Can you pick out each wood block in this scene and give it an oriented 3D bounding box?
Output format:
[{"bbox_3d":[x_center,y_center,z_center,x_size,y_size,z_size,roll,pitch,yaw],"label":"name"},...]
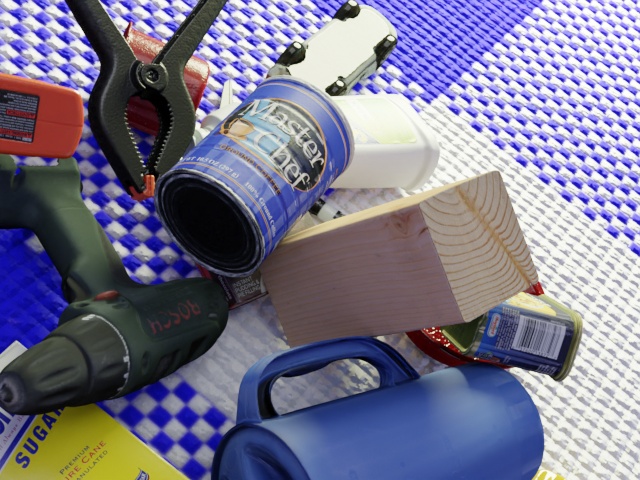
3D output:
[{"bbox_3d":[0.052,0.020,0.826,0.090,0.207,0.091,-23,94,-38],"label":"wood block"}]

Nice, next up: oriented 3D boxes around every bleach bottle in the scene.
[{"bbox_3d":[-0.012,-0.087,0.997,0.250,0.068,0.103,-7,52,-36],"label":"bleach bottle"}]

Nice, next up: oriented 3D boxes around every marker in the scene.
[{"bbox_3d":[0.027,-0.011,0.997,0.121,0.020,0.020,35,45,4],"label":"marker"}]

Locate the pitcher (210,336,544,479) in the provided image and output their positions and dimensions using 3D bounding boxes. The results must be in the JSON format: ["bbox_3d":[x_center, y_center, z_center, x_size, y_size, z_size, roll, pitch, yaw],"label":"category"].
[{"bbox_3d":[0.048,0.158,0.785,0.242,0.149,0.145,-13,40,-39],"label":"pitcher"}]

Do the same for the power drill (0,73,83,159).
[{"bbox_3d":[-0.252,-0.101,0.837,0.184,0.057,0.188,4,7,-33],"label":"power drill"}]

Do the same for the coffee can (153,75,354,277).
[{"bbox_3d":[-0.051,-0.053,0.854,0.103,0.103,0.140,37,52,5],"label":"coffee can"}]

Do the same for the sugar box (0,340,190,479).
[{"bbox_3d":[-0.176,0.156,0.730,0.176,0.048,0.093,38,45,5],"label":"sugar box"}]

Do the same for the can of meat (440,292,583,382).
[{"bbox_3d":[0.150,0.068,0.862,0.084,0.057,0.102,15,7,-12],"label":"can of meat"}]

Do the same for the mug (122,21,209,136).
[{"bbox_3d":[-0.154,-0.142,0.977,0.081,0.093,0.117,22,9,-16],"label":"mug"}]

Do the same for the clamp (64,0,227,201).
[{"bbox_3d":[-0.141,-0.140,0.900,0.164,0.036,0.210,-6,87,-33],"label":"clamp"}]

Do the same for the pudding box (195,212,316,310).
[{"bbox_3d":[-0.056,0.001,0.915,0.113,0.039,0.090,-23,83,-40],"label":"pudding box"}]
